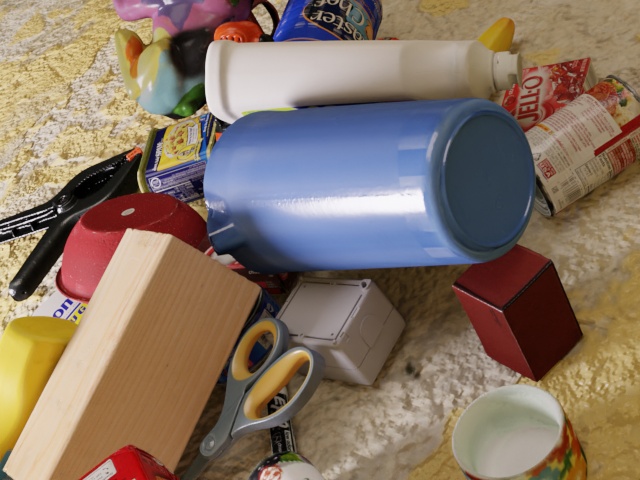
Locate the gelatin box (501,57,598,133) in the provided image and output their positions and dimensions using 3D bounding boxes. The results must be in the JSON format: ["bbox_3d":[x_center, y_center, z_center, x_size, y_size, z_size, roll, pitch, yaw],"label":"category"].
[{"bbox_3d":[0.193,-0.115,0.915,0.073,0.030,0.089,-5,44,32],"label":"gelatin box"}]

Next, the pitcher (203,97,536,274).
[{"bbox_3d":[0.039,-0.045,0.784,0.243,0.144,0.149,0,75,50],"label":"pitcher"}]

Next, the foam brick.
[{"bbox_3d":[0.136,0.048,0.734,0.051,0.078,0.053,-42,38,-15],"label":"foam brick"}]

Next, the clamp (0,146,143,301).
[{"bbox_3d":[-0.279,-0.032,1.164,0.209,0.036,0.165,-42,38,-15],"label":"clamp"}]

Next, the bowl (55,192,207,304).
[{"bbox_3d":[-0.171,-0.002,0.988,0.162,0.055,0.162,-8,24,3],"label":"bowl"}]

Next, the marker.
[{"bbox_3d":[-0.031,0.135,0.808,0.020,0.020,0.121,-25,37,10],"label":"marker"}]

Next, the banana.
[{"bbox_3d":[0.145,-0.135,0.959,0.070,0.037,0.197,-32,25,30],"label":"banana"}]

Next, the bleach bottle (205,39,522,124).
[{"bbox_3d":[0.038,-0.135,0.884,0.251,0.102,0.068,-1,86,19],"label":"bleach bottle"}]

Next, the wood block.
[{"bbox_3d":[-0.142,0.104,0.808,0.090,0.090,0.206,7,68,57],"label":"wood block"}]

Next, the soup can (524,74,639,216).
[{"bbox_3d":[0.201,-0.072,0.830,0.102,0.068,0.068,-34,36,0],"label":"soup can"}]

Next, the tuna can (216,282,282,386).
[{"bbox_3d":[-0.070,0.076,0.875,0.086,0.033,0.086,-34,25,18],"label":"tuna can"}]

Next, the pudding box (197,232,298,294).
[{"bbox_3d":[-0.056,0.001,0.943,0.090,0.039,0.113,-3,36,24],"label":"pudding box"}]

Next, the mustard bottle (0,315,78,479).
[{"bbox_3d":[-0.245,0.158,0.861,0.058,0.096,0.192,22,95,17],"label":"mustard bottle"}]

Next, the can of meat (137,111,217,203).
[{"bbox_3d":[-0.133,-0.084,1.100,0.084,0.057,0.102,-16,39,19],"label":"can of meat"}]

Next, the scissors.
[{"bbox_3d":[-0.077,0.134,0.796,0.202,0.016,0.096,-40,43,19],"label":"scissors"}]

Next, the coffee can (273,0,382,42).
[{"bbox_3d":[0.002,-0.198,1.090,0.103,0.102,0.140,-11,42,27],"label":"coffee can"}]
